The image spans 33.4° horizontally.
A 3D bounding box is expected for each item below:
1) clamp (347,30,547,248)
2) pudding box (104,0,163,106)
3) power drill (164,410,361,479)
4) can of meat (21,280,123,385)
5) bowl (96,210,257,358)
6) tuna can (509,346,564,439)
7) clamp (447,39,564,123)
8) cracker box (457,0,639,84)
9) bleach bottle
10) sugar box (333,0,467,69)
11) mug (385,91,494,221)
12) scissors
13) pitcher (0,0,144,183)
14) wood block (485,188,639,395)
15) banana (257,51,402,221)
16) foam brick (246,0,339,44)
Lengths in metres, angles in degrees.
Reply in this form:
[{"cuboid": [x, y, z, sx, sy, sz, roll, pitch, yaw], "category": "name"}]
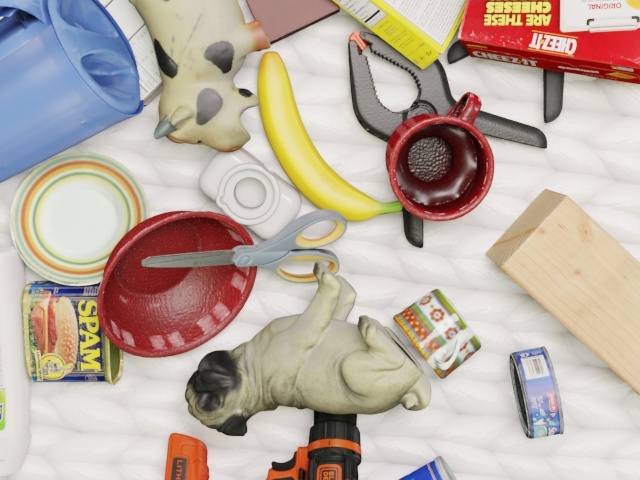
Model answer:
[{"cuboid": [0.105, -0.119, 1.014, 0.164, 0.036, 0.210, -32, 99, 3], "category": "clamp"}, {"cuboid": [-0.160, -0.196, 1.005, 0.113, 0.039, 0.090, -43, 97, 7], "category": "pudding box"}, {"cuboid": [-0.053, 0.219, 1.021, 0.188, 0.057, 0.184, -5, 56, 12], "category": "power drill"}, {"cuboid": [-0.239, 0.087, 1.032, 0.084, 0.057, 0.102, 0, 97, 2], "category": "can of meat"}, {"cuboid": [-0.142, 0.030, 1.002, 0.161, 0.055, 0.162, -19, 131, -23], "category": "bowl"}, {"cuboid": [0.206, 0.146, 1.023, 0.034, 0.086, 0.086, -11, 97, 3], "category": "tuna can"}, {"cuboid": [0.215, -0.199, 1.002, 0.120, 0.039, 0.171, 40, 98, -4], "category": "clamp"}, {"cuboid": [0.229, -0.258, 0.943, 0.164, 0.072, 0.214, 13, 88, 19], "category": "cracker box"}, {"cuboid": [-0.334, 0.129, 1.035, 0.102, 0.068, 0.251, 2, 100, 6], "category": "bleach bottle"}, {"cuboid": [0.052, -0.244, 0.962, 0.176, 0.048, 0.093, 34, 64, -13], "category": "sugar box"}, {"cuboid": [0.108, -0.081, 0.961, 0.093, 0.081, 0.117, 25, 100, -9], "category": "mug"}, {"cuboid": [-0.056, 0.001, 0.978, 0.201, 0.016, 0.096, 10, 126, -37], "category": "scissors"}, {"cuboid": [-0.292, -0.123, 0.945, 0.243, 0.145, 0.149, -27, 104, 18], "category": "pitcher"}, {"cuboid": [0.267, 0.055, 1.008, 0.206, 0.091, 0.090, 42, 96, -5], "category": "wood block"}, {"cuboid": [-0.008, -0.086, 1.018, 0.069, 0.037, 0.198, -40, 93, 6], "category": "banana"}, {"cuboid": [-0.026, -0.221, 0.994, 0.078, 0.053, 0.051, -25, 96, 4], "category": "foam brick"}]
